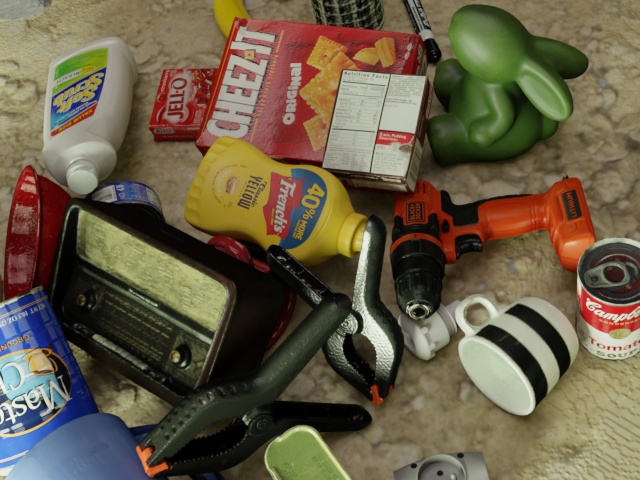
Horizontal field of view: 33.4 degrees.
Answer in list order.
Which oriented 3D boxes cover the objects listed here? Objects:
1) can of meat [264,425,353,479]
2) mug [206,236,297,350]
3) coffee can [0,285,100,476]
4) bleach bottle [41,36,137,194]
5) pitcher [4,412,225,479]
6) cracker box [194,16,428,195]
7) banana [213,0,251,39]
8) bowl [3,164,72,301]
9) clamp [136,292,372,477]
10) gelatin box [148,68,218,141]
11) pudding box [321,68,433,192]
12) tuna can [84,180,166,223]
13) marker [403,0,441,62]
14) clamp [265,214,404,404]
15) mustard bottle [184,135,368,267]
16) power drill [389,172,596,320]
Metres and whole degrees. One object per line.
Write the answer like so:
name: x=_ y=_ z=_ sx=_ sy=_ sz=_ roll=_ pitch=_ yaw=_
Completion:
can of meat: x=0.000 y=0.213 z=0.891 sx=0.057 sy=0.084 sz=0.102 roll=-33 pitch=56 yaw=-12
mug: x=-0.083 y=0.044 z=1.009 sx=0.082 sy=0.117 sz=0.093 roll=24 pitch=51 yaw=31
coffee can: x=-0.268 y=0.125 z=0.959 sx=0.102 sy=0.103 sz=0.140 roll=-24 pitch=93 yaw=-5
bleach bottle: x=-0.245 y=-0.130 z=1.145 sx=0.102 sy=0.068 sz=0.251 roll=-19 pitch=36 yaw=2
pitcher: x=-0.137 y=0.260 z=0.870 sx=0.243 sy=0.144 sz=0.149 roll=40 pitch=93 yaw=27
cracker box: x=-0.007 y=-0.146 z=1.131 sx=0.214 sy=0.072 sz=0.164 roll=9 pitch=69 yaw=16
banana: x=-0.082 y=-0.255 z=1.259 sx=0.069 sy=0.037 sz=0.198 roll=-24 pitch=55 yaw=-5
bowl: x=-0.276 y=0.007 z=1.073 sx=0.055 sy=0.162 sz=0.162 roll=6 pitch=50 yaw=-26
clamp: x=-0.052 y=0.132 z=0.886 sx=0.209 sy=0.164 sz=0.036 roll=-18 pitch=41 yaw=-18
gelatin box: x=-0.149 y=-0.154 z=1.208 sx=0.073 sy=0.030 sz=0.089 roll=1 pitch=56 yaw=13
pudding box: x=0.055 y=-0.108 z=1.040 sx=0.090 sy=0.039 sz=0.113 roll=8 pitch=73 yaw=18
tuna can: x=-0.203 y=-0.022 z=1.095 sx=0.086 sy=0.086 sz=0.034 roll=-18 pitch=53 yaw=-1
marker: x=0.115 y=-0.248 z=1.223 sx=0.020 sy=0.020 sz=0.121 roll=-16 pitch=54 yaw=1
clamp: x=0.034 y=0.060 z=0.949 sx=0.120 sy=0.171 sz=0.039 roll=-25 pitch=7 yaw=36
mustard bottle: x=-0.030 y=-0.027 z=1.011 sx=0.192 sy=0.058 sz=0.096 roll=21 pitch=80 yaw=21
power drill: x=0.158 y=0.001 z=0.998 sx=0.188 sy=0.057 sz=0.184 roll=-3 pitch=39 yaw=6
